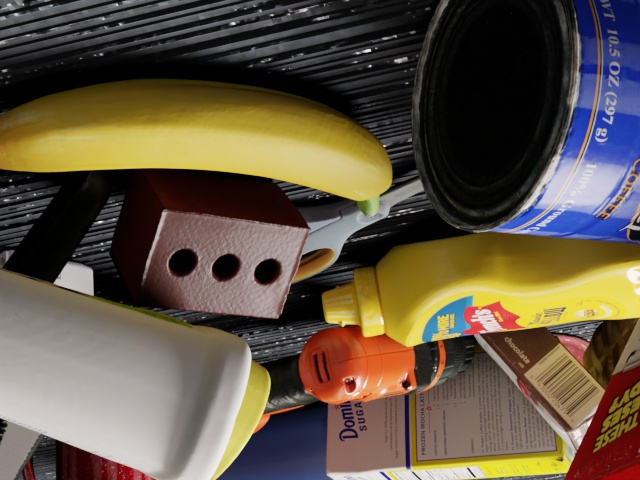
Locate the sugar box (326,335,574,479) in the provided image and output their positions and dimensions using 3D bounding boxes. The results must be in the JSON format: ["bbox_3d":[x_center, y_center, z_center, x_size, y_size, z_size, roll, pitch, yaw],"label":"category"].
[{"bbox_3d":[0.093,0.128,0.787,0.176,0.093,0.048,-9,150,21],"label":"sugar box"}]

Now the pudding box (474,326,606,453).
[{"bbox_3d":[0.144,0.083,0.703,0.039,0.114,0.090,-39,153,1],"label":"pudding box"}]

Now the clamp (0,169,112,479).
[{"bbox_3d":[-0.169,0.048,0.518,0.164,0.036,0.210,-9,122,-4],"label":"clamp"}]

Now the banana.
[{"bbox_3d":[-0.042,-0.039,0.456,0.197,0.037,0.070,9,138,-28],"label":"banana"}]

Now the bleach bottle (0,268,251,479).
[{"bbox_3d":[-0.161,0.030,0.432,0.250,0.068,0.103,22,167,-19],"label":"bleach bottle"}]

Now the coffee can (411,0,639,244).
[{"bbox_3d":[0.120,-0.049,0.406,0.140,0.103,0.103,4,154,-24],"label":"coffee can"}]

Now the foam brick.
[{"bbox_3d":[-0.053,0.001,0.508,0.078,0.051,0.053,7,115,-30],"label":"foam brick"}]

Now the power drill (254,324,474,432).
[{"bbox_3d":[-0.003,0.095,0.739,0.188,0.057,0.184,-21,165,31],"label":"power drill"}]

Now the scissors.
[{"bbox_3d":[0.005,-0.018,0.552,0.096,0.016,0.202,10,151,-34],"label":"scissors"}]

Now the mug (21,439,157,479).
[{"bbox_3d":[-0.181,0.174,0.852,0.117,0.081,0.093,7,153,-29],"label":"mug"}]

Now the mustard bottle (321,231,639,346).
[{"bbox_3d":[0.096,0.026,0.625,0.191,0.058,0.096,-8,161,2],"label":"mustard bottle"}]
